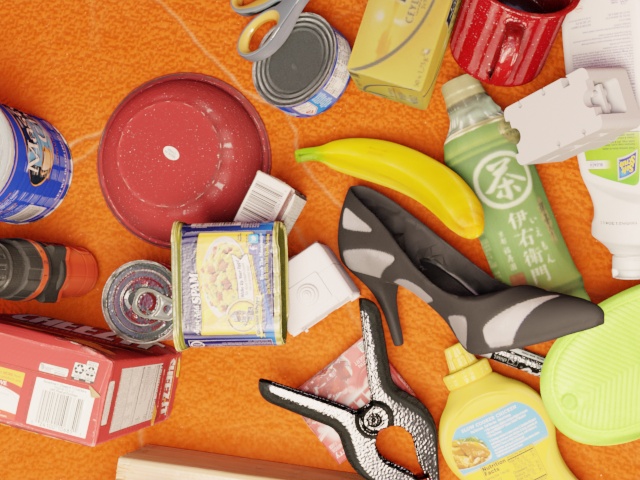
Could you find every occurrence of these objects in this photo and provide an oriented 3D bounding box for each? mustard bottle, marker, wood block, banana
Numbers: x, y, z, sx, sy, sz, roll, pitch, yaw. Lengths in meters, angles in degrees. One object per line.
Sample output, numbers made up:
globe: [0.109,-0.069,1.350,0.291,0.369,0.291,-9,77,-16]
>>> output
mustard bottle: [0.153,0.174,0.889,0.096,0.058,0.191,-26,85,7]
marker: [0.190,0.108,0.907,0.121,0.020,0.020,20,90,7]
wood block: [-0.065,0.235,0.899,0.206,0.090,0.091,7,88,8]
banana: [0.070,-0.048,0.885,0.198,0.037,0.069,24,48,39]

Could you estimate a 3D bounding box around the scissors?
scissors: [-0.006,-0.202,0.886,0.202,0.016,0.096,-1,73,43]

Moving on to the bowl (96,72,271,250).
bowl: [-0.127,-0.072,0.937,0.162,0.055,0.162,0,88,7]

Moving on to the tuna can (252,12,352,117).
tuna can: [-0.015,-0.150,0.919,0.086,0.033,0.086,-11,70,31]

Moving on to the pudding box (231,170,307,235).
pudding box: [-0.056,0.001,0.907,0.039,0.090,0.113,29,91,6]

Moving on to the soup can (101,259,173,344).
soup can: [-0.138,0.052,0.909,0.068,0.102,0.068,0,88,7]

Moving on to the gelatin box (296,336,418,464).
gelatin box: [0.029,0.136,0.920,0.089,0.030,0.073,-39,84,5]

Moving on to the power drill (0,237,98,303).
power drill: [-0.305,0.013,0.902,0.188,0.184,0.057,13,89,17]

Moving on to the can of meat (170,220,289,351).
can of meat: [-0.069,0.034,0.832,0.084,0.057,0.102,-2,88,6]

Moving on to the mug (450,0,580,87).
mug: [0.153,-0.172,0.864,0.093,0.082,0.117,13,49,-2]

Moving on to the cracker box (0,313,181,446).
cracker box: [-0.218,0.103,0.862,0.164,0.213,0.072,13,88,7]

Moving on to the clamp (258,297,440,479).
clamp: [0.032,0.147,0.884,0.120,0.039,0.171,-30,88,7]

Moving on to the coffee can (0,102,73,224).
coffee can: [-0.285,-0.068,0.914,0.103,0.140,0.103,0,88,7]
